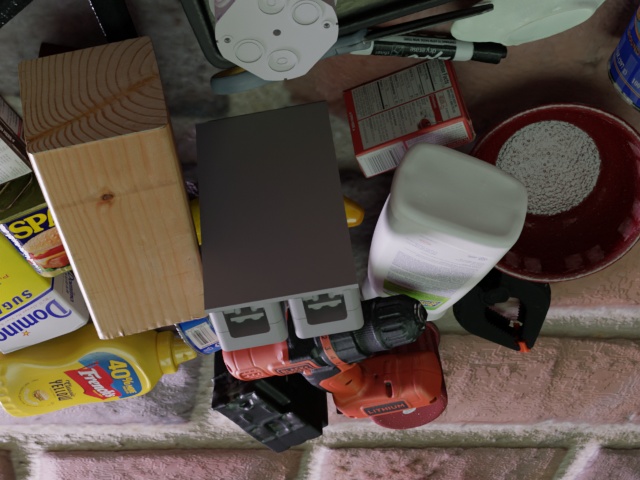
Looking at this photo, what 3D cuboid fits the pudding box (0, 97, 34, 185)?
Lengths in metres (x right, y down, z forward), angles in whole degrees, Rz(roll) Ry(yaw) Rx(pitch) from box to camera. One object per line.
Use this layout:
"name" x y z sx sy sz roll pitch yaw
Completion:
"pudding box" -0.284 -0.072 0.808 0.114 0.039 0.090 -19 138 15

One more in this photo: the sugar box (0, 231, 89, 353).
"sugar box" -0.282 0.027 0.915 0.093 0.048 0.176 -19 137 12

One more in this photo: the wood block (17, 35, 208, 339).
"wood block" -0.139 -0.030 0.756 0.090 0.090 0.206 -12 142 -6

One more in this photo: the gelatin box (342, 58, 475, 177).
"gelatin box" 0.066 -0.095 0.810 0.089 0.073 0.030 -19 139 11

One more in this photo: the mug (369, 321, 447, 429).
"mug" 0.070 0.134 1.064 0.117 0.081 0.093 6 137 -16

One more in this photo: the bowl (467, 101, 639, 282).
"bowl" 0.190 -0.047 0.875 0.162 0.055 0.162 2 119 3

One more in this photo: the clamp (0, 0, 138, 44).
"clamp" -0.154 -0.179 0.705 0.120 0.039 0.172 14 134 -25

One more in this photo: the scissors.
"scissors" 0.008 -0.127 0.717 0.202 0.096 0.016 -2 117 37

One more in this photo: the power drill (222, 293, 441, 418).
"power drill" 0.035 0.101 0.931 0.185 0.057 0.187 -13 152 27

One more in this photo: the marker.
"marker" 0.081 -0.145 0.796 0.121 0.020 0.020 2 138 -12

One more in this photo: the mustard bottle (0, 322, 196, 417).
"mustard bottle" -0.213 0.118 1.020 0.191 0.058 0.096 -10 136 2

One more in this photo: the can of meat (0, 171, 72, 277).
"can of meat" -0.206 -0.024 0.856 0.102 0.057 0.084 -21 140 5

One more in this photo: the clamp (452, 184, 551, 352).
"clamp" 0.150 0.040 1.004 0.165 0.036 0.210 -15 135 11

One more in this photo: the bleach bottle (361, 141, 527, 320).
"bleach bottle" 0.078 0.013 0.866 0.102 0.068 0.251 20 156 -3

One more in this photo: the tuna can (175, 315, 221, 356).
"tuna can" -0.102 0.057 0.947 0.034 0.086 0.086 -24 137 15
